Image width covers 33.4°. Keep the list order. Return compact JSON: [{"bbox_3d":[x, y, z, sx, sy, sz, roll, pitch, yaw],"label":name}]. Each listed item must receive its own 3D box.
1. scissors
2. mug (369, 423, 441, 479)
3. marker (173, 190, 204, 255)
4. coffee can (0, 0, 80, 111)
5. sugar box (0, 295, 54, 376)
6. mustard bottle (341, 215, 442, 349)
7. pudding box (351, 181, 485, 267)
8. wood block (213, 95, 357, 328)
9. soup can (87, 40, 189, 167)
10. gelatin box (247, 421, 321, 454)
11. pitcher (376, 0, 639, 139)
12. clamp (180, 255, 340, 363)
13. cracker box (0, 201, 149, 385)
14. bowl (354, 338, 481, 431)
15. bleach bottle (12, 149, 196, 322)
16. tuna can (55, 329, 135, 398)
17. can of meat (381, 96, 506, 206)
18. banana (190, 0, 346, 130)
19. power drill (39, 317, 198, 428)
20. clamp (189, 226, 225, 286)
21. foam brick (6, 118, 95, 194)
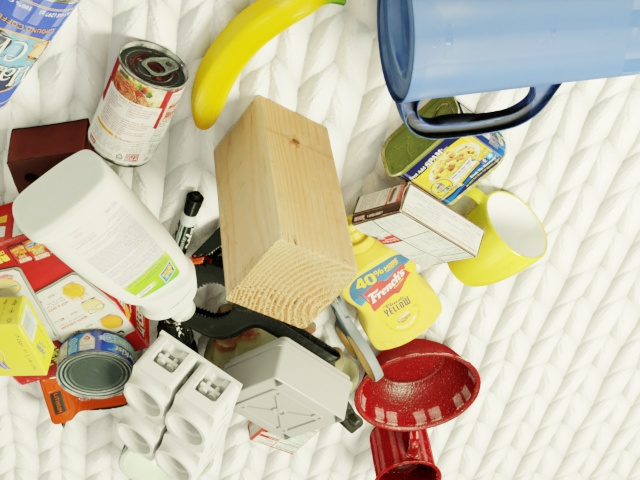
[{"bbox_3d":[0.017,0.078,1.261,0.016,0.096,0.201,-32,104,-12],"label":"scissors"},{"bbox_3d":[0.113,0.285,1.444,0.093,0.081,0.117,-1,134,-9],"label":"mug"},{"bbox_3d":[-0.149,-0.007,1.159,0.020,0.020,0.121,9,132,-17],"label":"marker"},{"bbox_3d":[-0.277,-0.189,0.901,0.102,0.103,0.140,27,125,-31],"label":"coffee can"},{"bbox_3d":[-0.380,0.103,1.116,0.176,0.048,0.093,-5,137,7],"label":"sugar box"},{"bbox_3d":[0.066,0.040,1.211,0.096,0.058,0.191,-31,132,1],"label":"mustard bottle"},{"bbox_3d":[0.102,-0.015,1.128,0.113,0.039,0.090,28,156,-28],"label":"pudding box"},{"bbox_3d":[-0.038,-0.030,1.022,0.090,0.206,0.090,23,126,-28],"label":"wood block"},{"bbox_3d":[-0.173,-0.127,1.004,0.068,0.068,0.102,14,131,-22],"label":"soup can"},{"bbox_3d":[-0.042,0.241,1.413,0.073,0.030,0.089,24,126,-30],"label":"gelatin box"},{"bbox_3d":[0.176,-0.187,0.961,0.242,0.145,0.149,-4,162,-9],"label":"pitcher"},{"bbox_3d":[-0.079,0.052,1.193,0.210,0.036,0.164,3,99,7],"label":"clamp"},{"bbox_3d":[-0.304,0.053,1.157,0.164,0.072,0.213,-17,136,9],"label":"cracker box"},{"bbox_3d":[0.119,0.174,1.355,0.162,0.055,0.162,-5,135,-5],"label":"bowl"},{"bbox_3d":[-0.199,0.018,1.079,0.102,0.068,0.250,-38,142,-5],"label":"bleach bottle"},{"bbox_3d":[-0.247,0.137,1.175,0.086,0.034,0.086,-4,137,-4],"label":"tuna can"},{"bbox_3d":[0.128,-0.091,1.096,0.083,0.057,0.102,29,123,-34],"label":"can of meat"},{"bbox_3d":[-0.066,-0.176,0.995,0.198,0.037,0.069,-37,128,25],"label":"banana"},{"bbox_3d":[-0.238,0.158,1.280,0.187,0.057,0.184,-4,135,-5],"label":"power drill"},{"bbox_3d":[-0.058,0.001,1.149,0.171,0.120,0.039,0,168,13],"label":"clamp"},{"bbox_3d":[-0.261,-0.080,1.047,0.078,0.051,0.053,-9,135,-1],"label":"foam brick"}]
